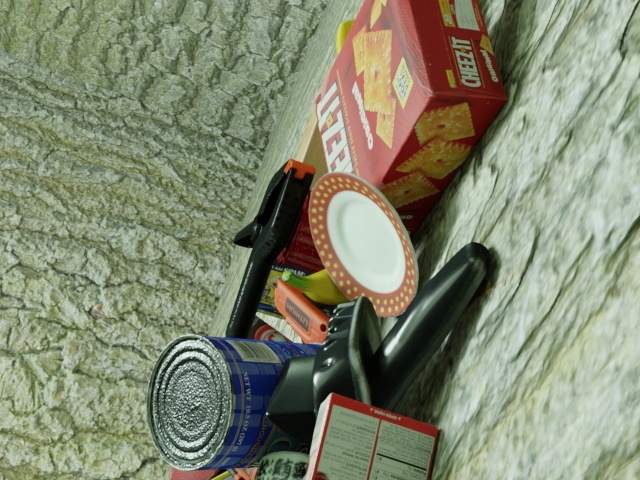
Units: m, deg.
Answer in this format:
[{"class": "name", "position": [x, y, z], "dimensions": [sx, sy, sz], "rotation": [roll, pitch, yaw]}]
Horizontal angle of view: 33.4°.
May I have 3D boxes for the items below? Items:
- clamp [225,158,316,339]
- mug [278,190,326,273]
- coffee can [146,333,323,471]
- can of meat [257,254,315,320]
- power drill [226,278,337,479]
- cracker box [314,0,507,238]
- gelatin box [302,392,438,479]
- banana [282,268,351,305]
[{"class": "clamp", "position": [-0.057, 0.001, 1.139], "dimensions": [0.210, 0.036, 0.164], "rotation": [123, 157, -46]}, {"class": "mug", "position": [0.013, -0.012, 1.141], "dimensions": [0.093, 0.081, 0.117], "rotation": [-83, 14, -59]}, {"class": "coffee can", "position": [-0.051, 0.129, 0.846], "dimensions": [0.103, 0.140, 0.103], "rotation": [-9, 77, 43]}, {"class": "can of meat", "position": [-0.036, 0.047, 1.277], "dimensions": [0.057, 0.102, 0.084], "rotation": [-87, 16, -64]}, {"class": "power drill", "position": [-0.039, 0.134, 0.980], "dimensions": [0.185, 0.057, 0.188], "rotation": [35, 108, 46]}, {"class": "cracker box", "position": [0.065, -0.117, 0.893], "dimensions": [0.214, 0.072, 0.164], "rotation": [121, 146, -53]}, {"class": "gelatin box", "position": [0.027, 0.147, 0.653], "dimensions": [0.030, 0.073, 0.089], "rotation": [122, 165, -62]}, {"class": "banana", "position": [0.036, 0.001, 0.983], "dimensions": [0.037, 0.069, 0.197], "rotation": [-10, 28, 38]}]
